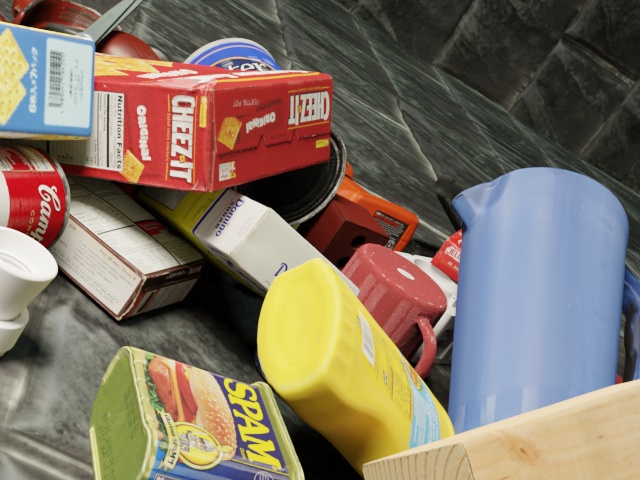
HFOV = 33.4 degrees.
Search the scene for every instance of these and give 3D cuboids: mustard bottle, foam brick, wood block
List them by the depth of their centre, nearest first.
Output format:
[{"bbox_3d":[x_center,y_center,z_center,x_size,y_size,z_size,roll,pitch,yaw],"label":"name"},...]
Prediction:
[{"bbox_3d":[0.140,0.137,0.597,0.205,0.091,0.090,-9,79,-35],"label":"wood block"},{"bbox_3d":[0.035,0.102,0.654,0.191,0.058,0.096,50,22,-37],"label":"mustard bottle"},{"bbox_3d":[0.010,0.007,0.894,0.052,0.078,0.051,22,20,-35],"label":"foam brick"}]

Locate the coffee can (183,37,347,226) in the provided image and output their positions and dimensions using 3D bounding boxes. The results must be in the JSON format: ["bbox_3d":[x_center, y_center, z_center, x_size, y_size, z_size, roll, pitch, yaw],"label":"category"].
[{"bbox_3d":[-0.054,-0.090,0.883,0.102,0.103,0.140,19,25,-41],"label":"coffee can"}]

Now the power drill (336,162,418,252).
[{"bbox_3d":[-0.003,-0.058,1.052,0.184,0.057,0.188,20,17,-42],"label":"power drill"}]

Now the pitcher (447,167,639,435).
[{"bbox_3d":[0.168,0.076,0.789,0.242,0.149,0.145,-75,154,-42],"label":"pitcher"}]

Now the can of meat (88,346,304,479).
[{"bbox_3d":[-0.066,0.105,0.535,0.083,0.057,0.102,22,20,-27],"label":"can of meat"}]

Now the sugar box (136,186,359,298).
[{"bbox_3d":[-0.055,0.001,0.731,0.093,0.048,0.176,43,-6,-30],"label":"sugar box"}]

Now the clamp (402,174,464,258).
[{"bbox_3d":[0.171,0.031,1.050,0.210,0.036,0.164,40,-23,17],"label":"clamp"}]

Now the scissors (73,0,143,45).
[{"bbox_3d":[-0.193,-0.146,0.891,0.096,0.016,0.201,51,49,5],"label":"scissors"}]

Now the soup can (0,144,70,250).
[{"bbox_3d":[-0.201,-0.022,0.604,0.068,0.069,0.102,40,19,18],"label":"soup can"}]

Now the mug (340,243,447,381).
[{"bbox_3d":[0.048,0.063,0.805,0.093,0.082,0.117,20,22,-38],"label":"mug"}]

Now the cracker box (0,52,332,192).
[{"bbox_3d":[-0.121,-0.089,0.736,0.214,0.072,0.164,8,15,26],"label":"cracker box"}]

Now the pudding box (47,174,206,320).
[{"bbox_3d":[-0.142,-0.001,0.705,0.113,0.039,0.090,37,17,14],"label":"pudding box"}]

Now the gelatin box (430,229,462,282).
[{"bbox_3d":[0.144,0.023,0.959,0.073,0.030,0.089,37,17,11],"label":"gelatin box"}]
